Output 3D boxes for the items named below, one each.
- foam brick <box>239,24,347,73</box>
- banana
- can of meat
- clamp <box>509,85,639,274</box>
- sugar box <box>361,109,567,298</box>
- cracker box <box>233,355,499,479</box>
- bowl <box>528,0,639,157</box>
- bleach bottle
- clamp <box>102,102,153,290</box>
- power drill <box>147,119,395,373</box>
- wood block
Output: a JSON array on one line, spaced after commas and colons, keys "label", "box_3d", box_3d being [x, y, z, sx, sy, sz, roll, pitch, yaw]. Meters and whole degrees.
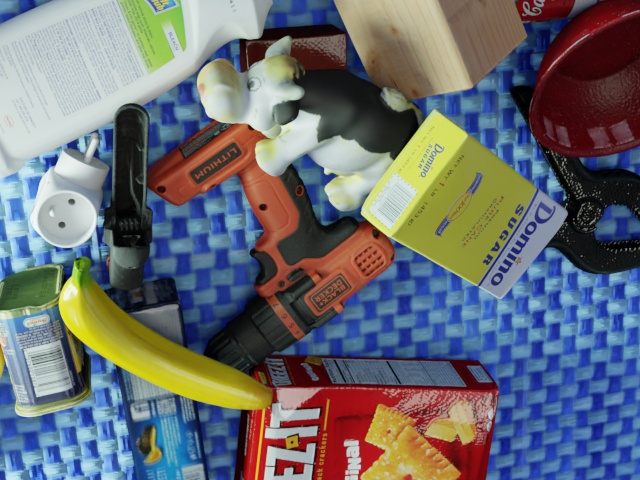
[{"label": "foam brick", "box_3d": [-0.022, -0.134, 0.816, 0.078, 0.051, 0.053, -6, 110, -11]}, {"label": "banana", "box_3d": [-0.124, 0.081, 0.792, 0.197, 0.070, 0.037, 38, 58, -31]}, {"label": "can of meat", "box_3d": [-0.213, 0.073, 0.815, 0.057, 0.102, 0.084, -12, 109, -8]}, {"label": "clamp", "box_3d": [0.221, -0.035, 0.913, 0.209, 0.036, 0.165, 12, 106, -13]}, {"label": "sugar box", "box_3d": [0.115, -0.022, 0.816, 0.176, 0.048, 0.093, 27, 104, -47]}, {"label": "cracker box", "box_3d": [0.038, 0.188, 0.927, 0.213, 0.072, 0.164, 3, 107, -13]}, {"label": "bowl", "box_3d": [0.232, -0.137, 0.832, 0.162, 0.055, 0.162, -10, 145, -7]}, {"label": "bleach bottle", "box_3d": [-0.134, -0.137, 0.762, 0.251, 0.068, 0.102, -21, 107, 3]}, {"label": "clamp", "box_3d": [-0.140, -0.005, 0.778, 0.039, 0.120, 0.172, 5, 147, -7]}, {"label": "power drill", "box_3d": [-0.056, 0.001, 0.852, 0.184, 0.057, 0.187, -37, 115, -3]}, {"label": "wood block", "box_3d": [0.058, -0.214, 0.768, 0.090, 0.090, 0.206, -43, 116, -37]}]
